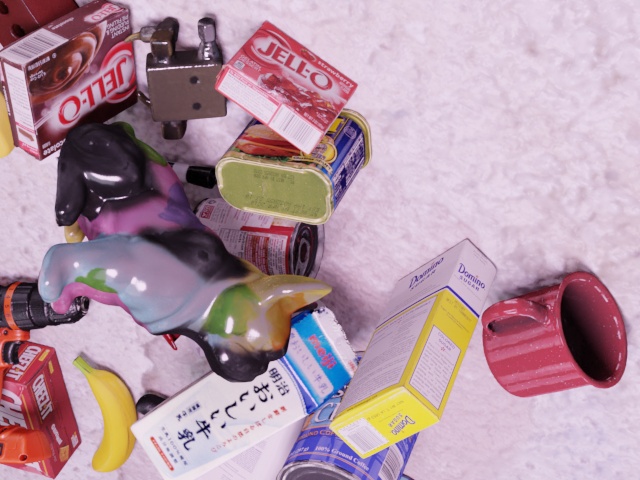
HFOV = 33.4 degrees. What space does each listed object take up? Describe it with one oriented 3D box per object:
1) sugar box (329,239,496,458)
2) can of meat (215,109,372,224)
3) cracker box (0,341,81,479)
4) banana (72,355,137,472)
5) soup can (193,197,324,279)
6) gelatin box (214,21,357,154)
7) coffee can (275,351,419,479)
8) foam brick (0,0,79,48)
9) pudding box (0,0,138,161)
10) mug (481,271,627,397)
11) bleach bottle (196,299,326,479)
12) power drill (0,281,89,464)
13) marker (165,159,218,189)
[{"bbox_3d":[0.077,0.083,0.845,0.048,0.176,0.094,45,134,-10],"label":"sugar box"},{"bbox_3d":[-0.021,-0.062,0.838,0.102,0.083,0.057,10,131,20],"label":"can of meat"},{"bbox_3d":[-0.403,0.183,1.251,0.214,0.072,0.164,11,131,18],"label":"cracker box"},{"bbox_3d":[-0.239,0.209,1.217,0.070,0.037,0.198,29,136,27],"label":"banana"},{"bbox_3d":[-0.056,0.001,0.921,0.102,0.068,0.068,8,130,22],"label":"soup can"},{"bbox_3d":[-0.025,-0.117,0.802,0.089,0.073,0.030,36,134,-3],"label":"gelatin box"},{"bbox_3d":[0.032,0.187,0.981,0.103,0.140,0.103,14,133,16],"label":"coffee can"},{"bbox_3d":[-0.243,-0.198,0.860,0.053,0.051,0.078,-14,120,36],"label":"foam brick"},{"bbox_3d":[-0.199,-0.130,0.852,0.039,0.113,0.090,29,138,29],"label":"pudding box"},{"bbox_3d":[0.175,0.075,0.843,0.117,0.093,0.082,25,148,-36],"label":"mug"},{"bbox_3d":[-0.050,0.158,1.033,0.102,0.068,0.251,35,123,10],"label":"bleach bottle"},{"bbox_3d":[-0.323,0.137,1.121,0.185,0.057,0.187,-3,85,22],"label":"power drill"},{"bbox_3d":[-0.144,-0.064,0.945,0.121,0.020,0.020,11,131,19],"label":"marker"}]
